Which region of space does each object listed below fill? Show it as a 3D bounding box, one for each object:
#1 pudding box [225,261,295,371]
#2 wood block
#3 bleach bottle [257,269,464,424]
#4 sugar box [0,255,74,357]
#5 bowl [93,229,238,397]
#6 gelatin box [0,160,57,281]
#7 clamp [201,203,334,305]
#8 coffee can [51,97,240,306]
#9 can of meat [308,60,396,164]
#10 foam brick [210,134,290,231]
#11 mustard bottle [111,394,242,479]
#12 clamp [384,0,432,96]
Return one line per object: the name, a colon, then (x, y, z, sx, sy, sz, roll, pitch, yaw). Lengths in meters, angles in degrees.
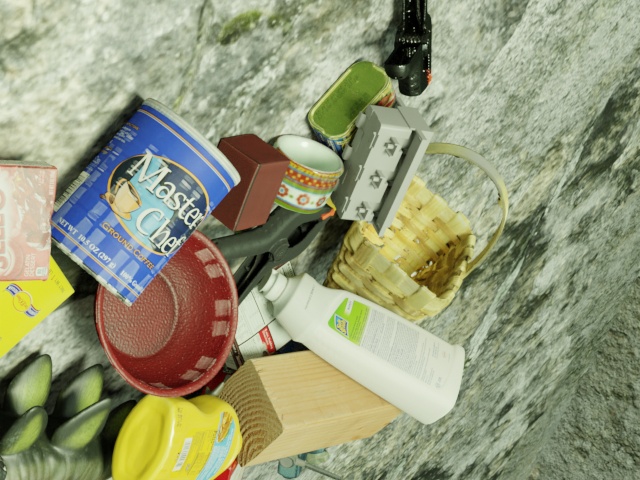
pudding box: (-0.069, 0.082, 1.198, 0.113, 0.039, 0.090, -37, 119, -36)
wood block: (-0.007, 0.181, 1.207, 0.205, 0.091, 0.090, -3, 147, -44)
bleach bottle: (0.043, 0.104, 1.194, 0.068, 0.250, 0.102, -43, -160, 41)
sugar box: (-0.283, 0.068, 0.837, 0.176, 0.048, 0.093, -47, 153, -18)
bowl: (-0.154, 0.065, 0.995, 0.161, 0.055, 0.162, 6, 81, -44)
gelatin box: (-0.234, -0.014, 0.780, 0.073, 0.030, 0.089, 0, 104, -35)
clamp: (-0.057, 0.001, 1.101, 0.171, 0.039, 0.120, -43, 158, -19)
coffee can: (-0.149, -0.031, 0.876, 0.140, 0.103, 0.102, -50, 155, -9)
can of meat: (0.039, -0.130, 1.138, 0.102, 0.057, 0.084, -49, 153, -10)
foam brick: (-0.074, -0.057, 1.036, 0.051, 0.053, 0.078, -17, 138, -52)
mustard bottle: (-0.127, 0.199, 1.055, 0.191, 0.058, 0.096, 23, 88, -66)
clamp: (0.094, -0.201, 1.110, 0.210, 0.036, 0.164, 72, 28, -66)
